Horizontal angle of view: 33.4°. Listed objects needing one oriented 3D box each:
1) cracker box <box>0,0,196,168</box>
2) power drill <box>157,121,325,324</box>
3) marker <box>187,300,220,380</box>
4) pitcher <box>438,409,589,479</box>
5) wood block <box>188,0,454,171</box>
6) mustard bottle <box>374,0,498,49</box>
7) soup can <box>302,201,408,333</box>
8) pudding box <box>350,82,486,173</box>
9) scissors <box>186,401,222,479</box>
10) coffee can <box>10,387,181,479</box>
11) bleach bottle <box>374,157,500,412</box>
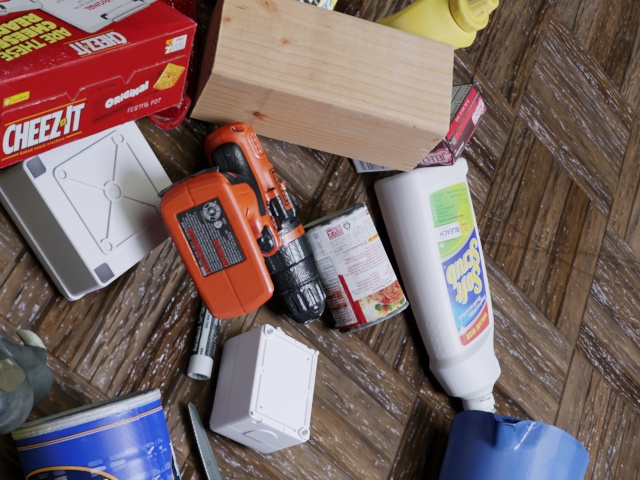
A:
[{"bbox_3d":[-0.216,-0.142,0.700,0.214,0.072,0.163,34,39,24],"label":"cracker box"},{"bbox_3d":[-0.056,0.001,0.846,0.184,0.057,0.187,64,12,-7],"label":"power drill"},{"bbox_3d":[-0.089,0.055,0.877,0.020,0.020,0.121,28,59,-35],"label":"marker"},{"bbox_3d":[0.155,0.291,0.968,0.149,0.145,0.242,32,59,-18],"label":"pitcher"},{"bbox_3d":[0.002,-0.137,0.920,0.206,0.091,0.090,13,67,-15],"label":"wood block"},{"bbox_3d":[0.086,-0.190,0.999,0.096,0.192,0.058,-11,85,-45],"label":"mustard bottle"},{"bbox_3d":[0.029,0.024,0.964,0.068,0.069,0.102,-27,95,-45],"label":"soup can"},{"bbox_3d":[0.092,-0.109,1.033,0.090,0.114,0.039,-56,133,-39],"label":"pudding box"},{"bbox_3d":[-0.058,0.226,0.854,0.096,0.016,0.202,3,75,-45],"label":"scissors"},{"bbox_3d":[-0.142,0.181,0.726,0.102,0.103,0.140,-12,86,-45],"label":"coffee can"},{"bbox_3d":[0.131,0.050,1.059,0.102,0.068,0.251,-17,91,-45],"label":"bleach bottle"}]
